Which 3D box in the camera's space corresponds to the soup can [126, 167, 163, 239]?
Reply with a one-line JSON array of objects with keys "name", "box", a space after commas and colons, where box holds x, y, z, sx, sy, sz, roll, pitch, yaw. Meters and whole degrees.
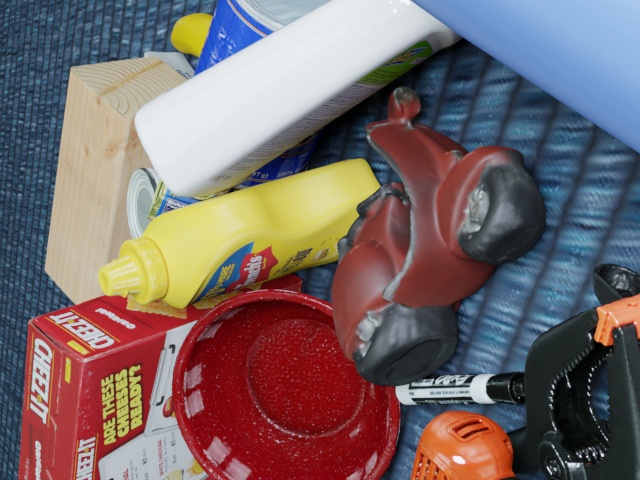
[{"name": "soup can", "box": [-0.097, -0.027, 0.862, 0.069, 0.102, 0.068, 12, 104, 59]}]

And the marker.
[{"name": "marker", "box": [0.085, 0.088, 0.635, 0.121, 0.020, 0.020, -16, 79, 60]}]

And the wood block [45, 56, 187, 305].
[{"name": "wood block", "box": [-0.170, -0.044, 0.927, 0.090, 0.090, 0.206, 40, 129, 32]}]

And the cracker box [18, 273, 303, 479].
[{"name": "cracker box", "box": [-0.117, 0.112, 0.795, 0.072, 0.213, 0.164, 27, 119, 34]}]

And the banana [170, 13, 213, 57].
[{"name": "banana", "box": [-0.087, -0.149, 0.895, 0.198, 0.037, 0.070, 55, 138, 42]}]

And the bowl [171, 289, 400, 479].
[{"name": "bowl", "box": [-0.018, 0.105, 0.737, 0.162, 0.055, 0.162, 4, 104, 16]}]

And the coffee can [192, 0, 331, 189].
[{"name": "coffee can", "box": [-0.033, -0.118, 0.736, 0.103, 0.102, 0.140, 65, 145, 33]}]

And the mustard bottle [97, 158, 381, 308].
[{"name": "mustard bottle", "box": [-0.054, 0.001, 0.693, 0.058, 0.191, 0.096, 63, 145, 15]}]

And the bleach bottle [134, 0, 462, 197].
[{"name": "bleach bottle", "box": [0.017, -0.108, 0.606, 0.251, 0.102, 0.068, -27, 90, 25]}]
